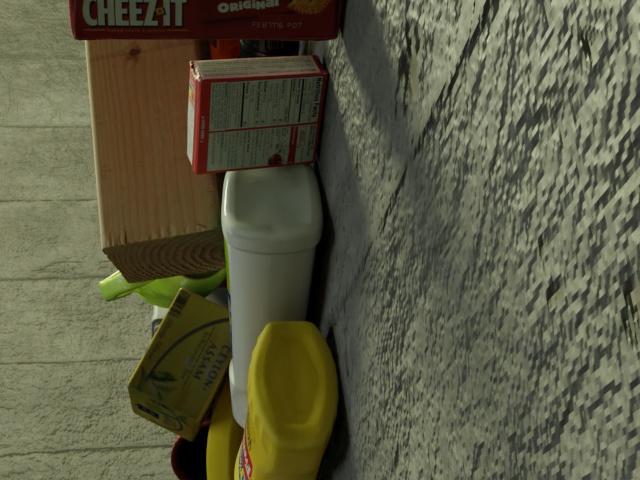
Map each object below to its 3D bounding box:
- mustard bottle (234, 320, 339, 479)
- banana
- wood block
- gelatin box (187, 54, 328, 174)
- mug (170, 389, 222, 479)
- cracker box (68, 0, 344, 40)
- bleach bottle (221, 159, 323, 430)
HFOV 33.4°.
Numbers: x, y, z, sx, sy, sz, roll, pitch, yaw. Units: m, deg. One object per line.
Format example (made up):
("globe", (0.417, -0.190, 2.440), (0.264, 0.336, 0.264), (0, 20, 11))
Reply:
("mustard bottle", (-0.028, 0.144, 0.749), (0.192, 0.058, 0.096), (102, 165, -52))
("banana", (-0.068, 0.215, 0.906), (0.070, 0.037, 0.198), (-20, 78, 47))
("wood block", (-0.126, -0.082, 0.837), (0.090, 0.091, 0.206), (78, -177, -70))
("gelatin box", (-0.043, -0.085, 0.715), (0.030, 0.089, 0.073), (-117, 26, -46))
("mug", (-0.112, 0.193, 1.115), (0.081, 0.093, 0.117), (-100, -5, -62))
("cracker box", (-0.081, -0.206, 0.704), (0.214, 0.164, 0.072), (-103, 14, -51))
("bleach bottle", (-0.040, 0.064, 0.794), (0.102, 0.068, 0.251), (-95, 7, -52))
